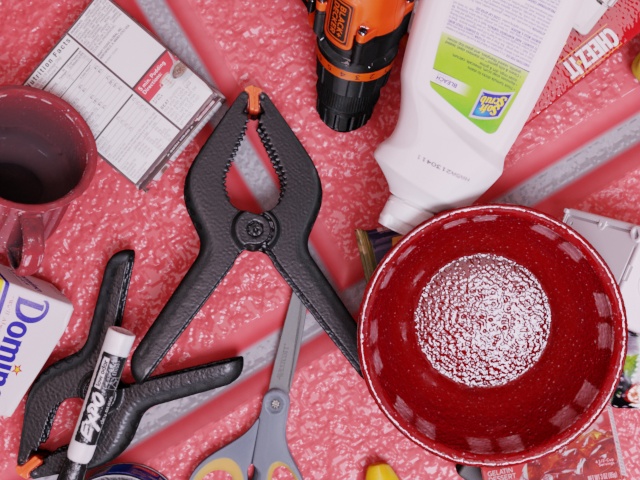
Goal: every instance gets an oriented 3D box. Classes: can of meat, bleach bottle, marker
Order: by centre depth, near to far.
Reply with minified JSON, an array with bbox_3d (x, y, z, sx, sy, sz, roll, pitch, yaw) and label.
[{"bbox_3d":[0.093,-0.122,0.651,0.102,0.068,0.251,25,96,2],"label":"bleach bottle"},{"bbox_3d":[-0.152,0.116,0.714,0.020,0.020,0.121,20,95,2],"label":"marker"},{"bbox_3d":[0.075,0.032,0.723,0.084,0.057,0.102,-13,90,0],"label":"can of meat"}]

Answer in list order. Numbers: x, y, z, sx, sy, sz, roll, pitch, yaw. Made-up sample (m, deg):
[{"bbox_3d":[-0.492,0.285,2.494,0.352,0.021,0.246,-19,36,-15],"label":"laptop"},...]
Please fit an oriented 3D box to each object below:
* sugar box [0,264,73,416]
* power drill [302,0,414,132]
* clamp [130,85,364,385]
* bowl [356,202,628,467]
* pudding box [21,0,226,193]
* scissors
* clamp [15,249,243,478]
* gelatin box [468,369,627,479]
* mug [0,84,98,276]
[{"bbox_3d":[-0.250,0.049,0.679,0.048,0.176,0.093,34,94,43],"label":"sugar box"},{"bbox_3d":[-0.022,-0.175,0.694,0.188,0.184,0.057,41,60,17],"label":"power drill"},{"bbox_3d":[-0.055,0.001,0.724,0.164,0.036,0.210,-7,82,-10],"label":"clamp"},{"bbox_3d":[0.103,0.055,0.662,0.162,0.055,0.162,0,96,3],"label":"bowl"},{"bbox_3d":[-0.137,-0.103,0.743,0.113,0.039,0.090,41,92,4],"label":"pudding box"},{"bbox_3d":[-0.050,0.122,0.748,0.096,0.016,0.202,-3,89,3],"label":"scissors"},{"bbox_3d":[-0.139,0.105,0.742,0.120,0.039,0.171,36,95,7],"label":"clamp"},{"bbox_3d":[0.145,0.127,0.690,0.089,0.030,0.073,-15,69,20],"label":"gelatin box"},{"bbox_3d":[-0.200,-0.032,0.706,0.093,0.082,0.117,-6,67,-30],"label":"mug"}]
